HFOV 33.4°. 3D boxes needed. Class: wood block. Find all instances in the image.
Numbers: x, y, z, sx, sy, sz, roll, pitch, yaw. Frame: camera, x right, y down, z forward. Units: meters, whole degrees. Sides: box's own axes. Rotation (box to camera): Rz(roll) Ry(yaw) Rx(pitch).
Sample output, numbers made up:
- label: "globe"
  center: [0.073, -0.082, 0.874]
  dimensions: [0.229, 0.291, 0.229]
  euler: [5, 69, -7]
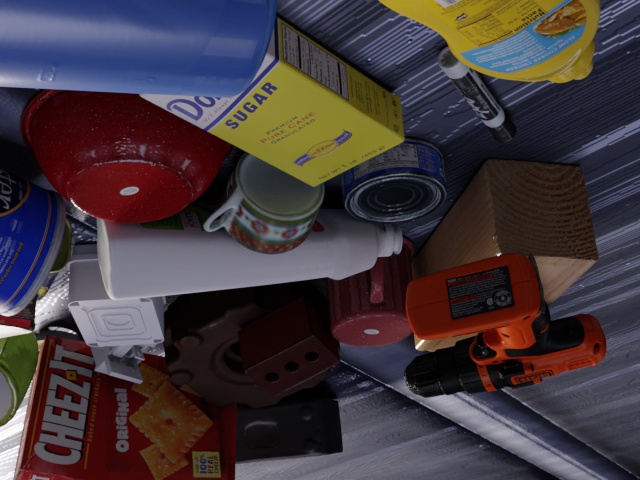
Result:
- label: "wood block"
  center: [0.154, 0.021, 0.950]
  dimensions: [0.090, 0.091, 0.206]
  euler: [4, 152, -14]

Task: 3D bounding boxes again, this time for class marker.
- label: "marker"
  center: [0.117, -0.104, 0.779]
  dimensions: [0.020, 0.020, 0.121]
  euler: [-17, 151, 23]

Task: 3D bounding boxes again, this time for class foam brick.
- label: "foam brick"
  center: [-0.030, 0.099, 0.994]
  dimensions: [0.078, 0.051, 0.053]
  euler: [-29, 133, 16]

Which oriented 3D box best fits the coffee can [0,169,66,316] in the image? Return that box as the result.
- label: "coffee can"
  center: [-0.274, -0.015, 0.783]
  dimensions: [0.140, 0.103, 0.103]
  euler: [26, 141, -33]

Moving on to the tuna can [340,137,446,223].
- label: "tuna can"
  center: [0.059, -0.047, 0.865]
  dimensions: [0.086, 0.034, 0.086]
  euler: [-3, 153, -2]

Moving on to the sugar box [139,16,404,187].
- label: "sugar box"
  center: [-0.031, -0.099, 0.736]
  dimensions: [0.094, 0.048, 0.175]
  euler: [-26, 147, 35]

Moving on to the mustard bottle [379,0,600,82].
- label: "mustard bottle"
  center: [0.116, -0.145, 0.654]
  dimensions: [0.096, 0.058, 0.191]
  euler: [-25, 146, 33]

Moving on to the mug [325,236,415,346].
- label: "mug"
  center: [0.048, 0.043, 0.987]
  dimensions: [0.093, 0.081, 0.117]
  euler: [-1, 153, -6]

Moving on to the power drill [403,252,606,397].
- label: "power drill"
  center: [0.136, 0.080, 0.902]
  dimensions: [0.185, 0.057, 0.187]
  euler: [-17, 153, 18]

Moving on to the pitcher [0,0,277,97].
- label: "pitcher"
  center: [-0.154, -0.136, 0.567]
  dimensions: [0.242, 0.149, 0.145]
  euler: [4, 110, -22]

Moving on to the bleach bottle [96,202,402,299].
- label: "bleach bottle"
  center: [-0.056, 0.001, 0.895]
  dimensions: [0.250, 0.103, 0.068]
  euler: [-3, 113, -17]

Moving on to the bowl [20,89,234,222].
- label: "bowl"
  center: [-0.141, -0.058, 0.791]
  dimensions: [0.162, 0.055, 0.162]
  euler: [-4, 153, -2]

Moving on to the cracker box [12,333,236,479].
- label: "cracker box"
  center: [-0.194, 0.196, 1.099]
  dimensions: [0.213, 0.164, 0.072]
  euler: [14, 136, -16]
